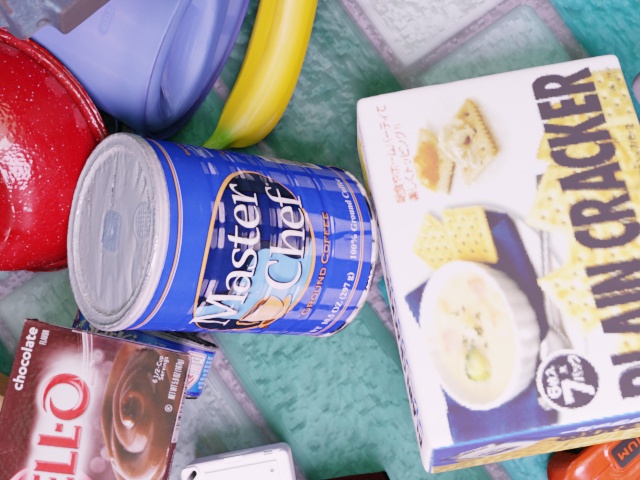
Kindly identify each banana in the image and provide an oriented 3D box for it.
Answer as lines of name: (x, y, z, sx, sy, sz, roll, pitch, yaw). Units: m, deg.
banana: (-0.026, -0.139, 0.646, 0.037, 0.069, 0.198, 18, 100, 12)

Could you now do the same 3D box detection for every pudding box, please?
pudding box: (-0.121, 0.105, 0.555, 0.090, 0.039, 0.113, 12, 78, 0)

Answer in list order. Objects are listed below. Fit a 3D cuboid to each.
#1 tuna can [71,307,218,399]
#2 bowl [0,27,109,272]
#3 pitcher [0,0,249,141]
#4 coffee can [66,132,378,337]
tuna can: (-0.105, 0.064, 0.626, 0.086, 0.086, 0.034, 19, 86, 3)
bowl: (-0.198, -0.041, 0.609, 0.162, 0.055, 0.162, 11, 121, 19)
pitcher: (-0.174, -0.157, 0.635, 0.243, 0.145, 0.149, 26, 53, 7)
coffee can: (-0.054, 0.001, 0.590, 0.140, 0.103, 0.103, 6, 82, -37)
